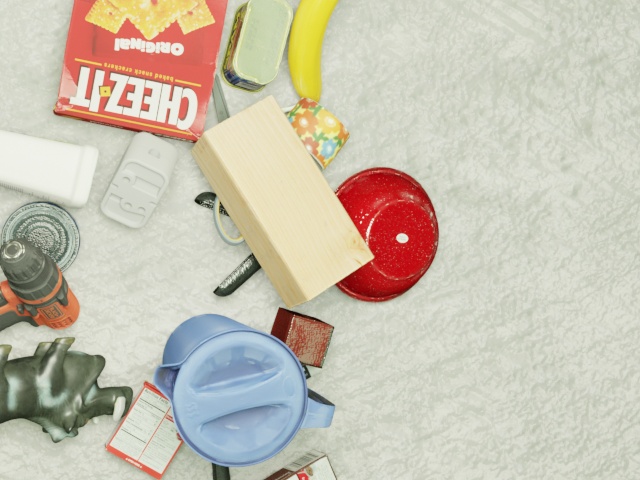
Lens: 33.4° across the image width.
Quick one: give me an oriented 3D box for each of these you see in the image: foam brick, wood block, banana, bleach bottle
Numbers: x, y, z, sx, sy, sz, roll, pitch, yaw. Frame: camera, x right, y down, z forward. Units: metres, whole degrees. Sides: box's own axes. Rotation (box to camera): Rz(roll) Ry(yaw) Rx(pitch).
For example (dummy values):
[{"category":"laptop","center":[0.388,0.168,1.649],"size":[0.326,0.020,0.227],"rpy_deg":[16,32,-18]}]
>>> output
[{"category":"foam brick","center":[-0.023,0.111,1.227],"size":[0.053,0.078,0.051],"rpy_deg":[16,89,-16]},{"category":"wood block","center":[-0.044,-0.040,1.157],"size":[0.090,0.090,0.206],"rpy_deg":[-32,91,-20]},{"category":"banana","center":[0.000,-0.233,1.179],"size":[0.069,0.037,0.198],"rpy_deg":[6,128,-26]},{"category":"bleach bottle","center":[-0.366,-0.094,1.122],"size":[0.250,0.103,0.068],"rpy_deg":[14,84,-14]}]

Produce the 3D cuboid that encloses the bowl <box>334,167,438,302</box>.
[{"category":"bowl","center":[0.080,-0.003,1.238],"size":[0.161,0.055,0.162],"rpy_deg":[-3,98,-26]}]

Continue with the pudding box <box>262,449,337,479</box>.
[{"category":"pudding box","center":[-0.027,0.311,1.244],"size":[0.113,0.039,0.090],"rpy_deg":[-26,100,-26]}]

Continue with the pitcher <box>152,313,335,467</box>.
[{"category":"pitcher","center":[-0.093,0.147,1.128],"size":[0.145,0.243,0.149],"rpy_deg":[-32,100,-10]}]

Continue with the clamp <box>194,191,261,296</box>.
[{"category":"clamp","center":[-0.058,0.002,1.231],"size":[0.171,0.039,0.120],"rpy_deg":[-2,92,-13]}]

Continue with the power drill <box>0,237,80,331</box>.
[{"category":"power drill","center":[-0.356,0.069,1.107],"size":[0.187,0.184,0.057],"rpy_deg":[-18,65,-4]}]

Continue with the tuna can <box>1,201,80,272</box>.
[{"category":"tuna can","center":[-0.308,-0.001,1.177],"size":[0.086,0.034,0.086],"rpy_deg":[-1,93,-13]}]

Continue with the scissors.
[{"category":"scissors","center":[-0.081,-0.092,1.214],"size":[0.096,0.016,0.202],"rpy_deg":[4,78,-14]}]

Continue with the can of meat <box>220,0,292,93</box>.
[{"category":"can of meat","center":[-0.071,-0.220,1.193],"size":[0.057,0.084,0.102],"rpy_deg":[14,90,-13]}]

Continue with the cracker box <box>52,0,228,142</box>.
[{"category":"cracker box","center":[-0.193,-0.227,1.171],"size":[0.164,0.072,0.214],"rpy_deg":[10,92,-13]}]

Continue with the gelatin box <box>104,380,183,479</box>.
[{"category":"gelatin box","center":[-0.192,0.216,1.219],"size":[0.073,0.030,0.089],"rpy_deg":[32,86,-11]}]
